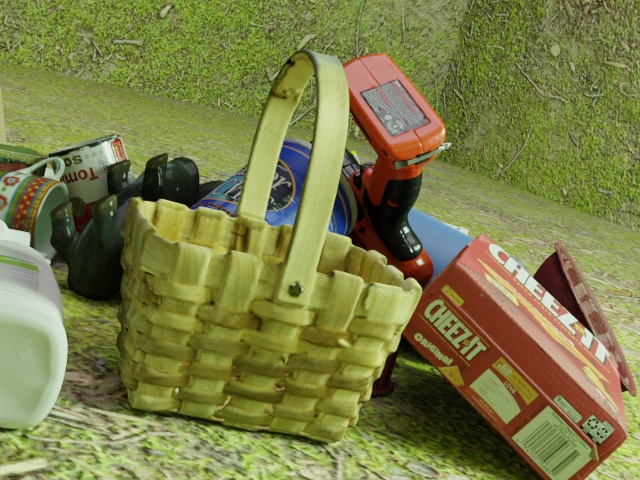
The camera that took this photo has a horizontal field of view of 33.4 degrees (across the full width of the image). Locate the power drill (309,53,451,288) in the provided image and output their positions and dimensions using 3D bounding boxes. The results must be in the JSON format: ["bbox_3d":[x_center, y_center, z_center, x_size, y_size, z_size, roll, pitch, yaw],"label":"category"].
[{"bbox_3d":[0.043,-0.066,0.906,0.057,0.188,0.184,-25,59,-17],"label":"power drill"}]

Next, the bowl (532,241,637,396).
[{"bbox_3d":[0.239,0.084,1.016,0.162,0.055,0.162,53,19,-27],"label":"bowl"}]

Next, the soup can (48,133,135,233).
[{"bbox_3d":[-0.198,-0.039,0.965,0.068,0.102,0.068,-15,11,3],"label":"soup can"}]

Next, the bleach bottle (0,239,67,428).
[{"bbox_3d":[-0.204,0.042,0.678,0.102,0.068,0.251,14,7,-11],"label":"bleach bottle"}]

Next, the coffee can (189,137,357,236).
[{"bbox_3d":[-0.052,-0.006,0.882,0.103,0.103,0.140,22,49,35],"label":"coffee can"}]

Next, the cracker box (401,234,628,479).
[{"bbox_3d":[0.150,0.080,0.805,0.164,0.072,0.213,45,14,5],"label":"cracker box"}]
